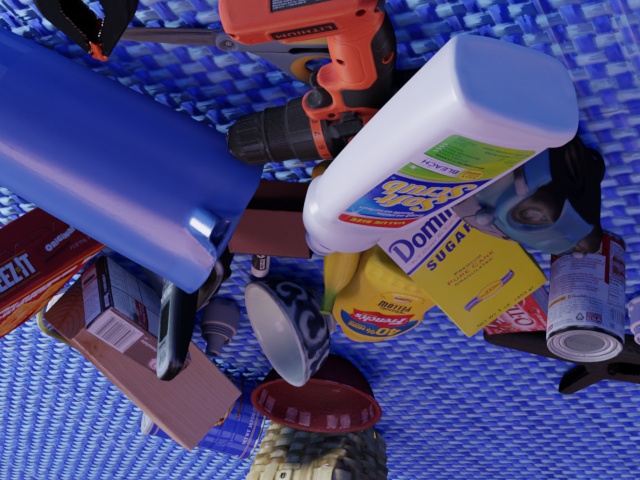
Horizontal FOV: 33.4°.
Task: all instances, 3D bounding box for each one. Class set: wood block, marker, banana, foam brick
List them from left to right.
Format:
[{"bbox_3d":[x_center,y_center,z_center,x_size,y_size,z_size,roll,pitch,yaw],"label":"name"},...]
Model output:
[{"bbox_3d":[-0.194,0.127,1.176,0.090,0.090,0.206,21,155,54],"label":"wood block"},{"bbox_3d":[-0.057,0.001,1.054,0.020,0.020,0.121,10,151,0],"label":"marker"},{"bbox_3d":[-0.042,-0.020,0.963,0.078,0.053,0.051,5,125,11],"label":"foam brick"},{"bbox_3d":[0.016,-0.015,0.953,0.037,0.069,0.198,5,140,9],"label":"banana"}]

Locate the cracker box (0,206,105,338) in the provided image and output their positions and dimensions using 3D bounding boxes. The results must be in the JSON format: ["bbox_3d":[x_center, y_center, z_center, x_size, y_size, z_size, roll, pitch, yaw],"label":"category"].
[{"bbox_3d":[-0.312,0.043,1.057,0.072,0.163,0.214,53,142,-2],"label":"cracker box"}]

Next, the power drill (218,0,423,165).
[{"bbox_3d":[-0.003,-0.119,0.748,0.184,0.057,0.187,-11,153,14],"label":"power drill"}]

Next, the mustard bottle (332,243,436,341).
[{"bbox_3d":[0.063,0.057,1.074,0.096,0.058,0.192,12,152,-15],"label":"mustard bottle"}]

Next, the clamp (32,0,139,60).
[{"bbox_3d":[-0.180,-0.195,0.732,0.120,0.039,0.171,15,144,6],"label":"clamp"}]

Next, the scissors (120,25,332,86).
[{"bbox_3d":[-0.054,-0.141,0.808,0.202,0.016,0.096,-3,148,24],"label":"scissors"}]

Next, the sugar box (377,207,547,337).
[{"bbox_3d":[0.118,0.005,0.930,0.093,0.048,0.176,-38,132,10],"label":"sugar box"}]

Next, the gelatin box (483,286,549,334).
[{"bbox_3d":[0.188,0.062,1.070,0.073,0.030,0.089,-8,146,29],"label":"gelatin box"}]

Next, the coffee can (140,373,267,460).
[{"bbox_3d":[-0.149,0.216,1.376,0.140,0.102,0.103,18,150,-13],"label":"coffee can"}]

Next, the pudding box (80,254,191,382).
[{"bbox_3d":[-0.182,0.077,1.055,0.039,0.090,0.113,-39,126,12],"label":"pudding box"}]

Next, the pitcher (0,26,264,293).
[{"bbox_3d":[-0.178,-0.069,0.864,0.242,0.145,0.149,28,142,-14],"label":"pitcher"}]

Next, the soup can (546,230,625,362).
[{"bbox_3d":[0.239,0.049,0.959,0.068,0.102,0.068,8,151,4],"label":"soup can"}]

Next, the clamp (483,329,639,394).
[{"bbox_3d":[0.298,0.129,1.127,0.210,0.036,0.164,-2,152,40],"label":"clamp"}]

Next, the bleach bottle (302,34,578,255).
[{"bbox_3d":[0.065,-0.049,0.765,0.102,0.068,0.251,10,152,-25],"label":"bleach bottle"}]

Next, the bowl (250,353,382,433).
[{"bbox_3d":[-0.002,0.181,1.310,0.162,0.055,0.162,6,148,3],"label":"bowl"}]
